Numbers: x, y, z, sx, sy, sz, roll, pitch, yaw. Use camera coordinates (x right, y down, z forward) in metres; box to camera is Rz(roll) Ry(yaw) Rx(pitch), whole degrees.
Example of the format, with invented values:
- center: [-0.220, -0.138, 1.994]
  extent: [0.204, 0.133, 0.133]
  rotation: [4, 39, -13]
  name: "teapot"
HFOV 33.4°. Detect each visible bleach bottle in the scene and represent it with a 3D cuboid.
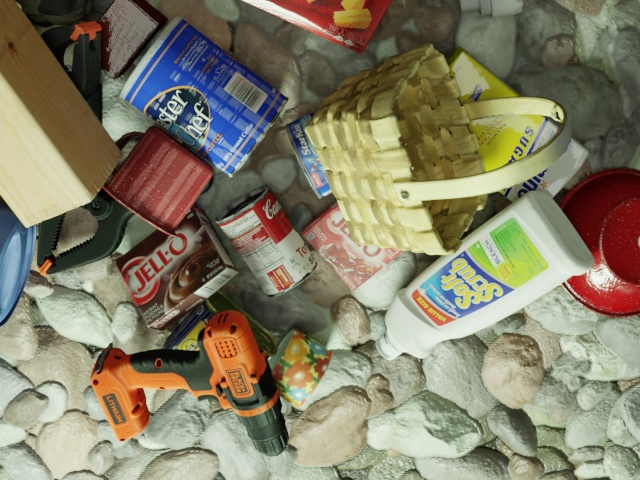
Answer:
- center: [0.160, 0.057, 1.135]
  extent: [0.251, 0.067, 0.102]
  rotation: [-41, 70, 28]
  name: "bleach bottle"

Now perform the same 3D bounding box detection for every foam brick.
- center: [-0.204, -0.213, 1.096]
  extent: [0.051, 0.053, 0.078]
  rotation: [40, 102, -10]
  name: "foam brick"

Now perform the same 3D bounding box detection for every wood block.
- center: [-0.292, -0.128, 1.015]
  extent: [0.090, 0.090, 0.206]
  rotation: [-19, 118, 26]
  name: "wood block"

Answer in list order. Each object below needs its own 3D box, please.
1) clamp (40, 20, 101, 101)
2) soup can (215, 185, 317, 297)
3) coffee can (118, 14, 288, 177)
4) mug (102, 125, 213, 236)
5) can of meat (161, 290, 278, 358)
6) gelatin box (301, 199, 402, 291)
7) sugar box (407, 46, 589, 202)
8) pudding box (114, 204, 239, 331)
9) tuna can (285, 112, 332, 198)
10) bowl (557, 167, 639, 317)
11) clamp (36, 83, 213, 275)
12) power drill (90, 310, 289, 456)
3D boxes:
- center: [-0.278, -0.163, 1.087]
  extent: [0.120, 0.039, 0.172]
  rotation: [37, 122, 8]
  name: "clamp"
- center: [-0.058, 0.001, 1.147]
  extent: [0.068, 0.068, 0.102]
  rotation: [-31, 104, 9]
  name: "soup can"
- center: [-0.118, -0.146, 1.088]
  extent: [0.140, 0.103, 0.103]
  rotation: [36, 103, -9]
  name: "coffee can"
- center: [-0.171, -0.069, 1.096]
  extent: [0.117, 0.093, 0.081]
  rotation: [36, 91, 27]
  name: "mug"
- center: [-0.113, 0.117, 1.188]
  extent: [0.102, 0.057, 0.084]
  rotation: [41, 105, -10]
  name: "can of meat"
- center: [0.035, -0.001, 1.164]
  extent: [0.073, 0.030, 0.089]
  rotation: [-40, 102, 11]
  name: "gelatin box"
- center: [0.186, -0.112, 1.120]
  extent: [0.176, 0.048, 0.093]
  rotation: [37, 106, -7]
  name: "sugar box"
- center: [-0.155, 0.030, 1.151]
  extent: [0.113, 0.039, 0.090]
  rotation: [-36, 67, 9]
  name: "pudding box"
- center: [-0.003, -0.089, 1.111]
  extent: [0.034, 0.086, 0.086]
  rotation: [-24, 104, 6]
  name: "tuna can"
- center: [0.326, 0.002, 1.122]
  extent: [0.162, 0.055, 0.162]
  rotation: [0, 90, -7]
  name: "bowl"
- center: [-0.228, -0.040, 1.155]
  extent: [0.164, 0.036, 0.210]
  rotation: [33, 100, -7]
  name: "clamp"
- center: [-0.138, 0.166, 1.148]
  extent: [0.188, 0.057, 0.184]
  rotation: [-11, 117, 14]
  name: "power drill"
